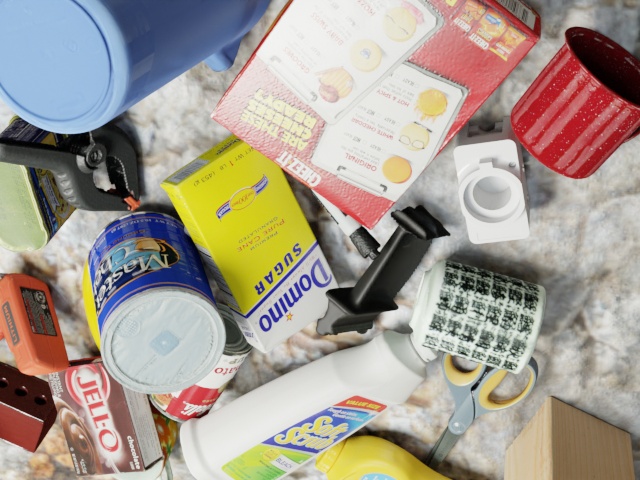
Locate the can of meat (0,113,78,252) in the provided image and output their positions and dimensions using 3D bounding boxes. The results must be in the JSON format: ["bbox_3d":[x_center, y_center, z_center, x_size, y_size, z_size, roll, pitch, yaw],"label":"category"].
[{"bbox_3d":[-0.256,-0.051,0.941,0.057,0.084,0.102,-3,119,14],"label":"can of meat"}]

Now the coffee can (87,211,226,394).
[{"bbox_3d":[-0.145,0.051,0.926,0.102,0.140,0.103,-7,120,-13],"label":"coffee can"}]

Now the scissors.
[{"bbox_3d":[0.123,0.159,1.021,0.096,0.016,0.202,40,125,-6],"label":"scissors"}]

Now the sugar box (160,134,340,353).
[{"bbox_3d":[-0.056,0.001,0.925,0.093,0.048,0.176,-35,112,-17],"label":"sugar box"}]

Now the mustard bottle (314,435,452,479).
[{"bbox_3d":[0.068,0.245,1.053,0.191,0.058,0.096,31,134,-1],"label":"mustard bottle"}]

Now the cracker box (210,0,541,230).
[{"bbox_3d":[0.041,-0.138,0.834,0.164,0.072,0.214,35,122,-8],"label":"cracker box"}]

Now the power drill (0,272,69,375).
[{"bbox_3d":[-0.334,0.129,1.032,0.188,0.057,0.184,-28,71,19],"label":"power drill"}]

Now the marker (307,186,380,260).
[{"bbox_3d":[0.010,-0.033,0.903,0.020,0.020,0.121,-44,78,29],"label":"marker"}]

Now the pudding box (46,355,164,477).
[{"bbox_3d":[-0.207,0.167,1.027,0.090,0.039,0.113,-12,98,32],"label":"pudding box"}]

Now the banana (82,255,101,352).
[{"bbox_3d":[-0.193,0.066,1.023,0.070,0.037,0.198,9,121,9],"label":"banana"}]

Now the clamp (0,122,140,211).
[{"bbox_3d":[-0.210,-0.072,0.899,0.039,0.120,0.171,29,154,39],"label":"clamp"}]

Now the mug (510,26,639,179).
[{"bbox_3d":[0.209,-0.100,0.818,0.117,0.093,0.082,7,135,-35],"label":"mug"}]

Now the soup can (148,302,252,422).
[{"bbox_3d":[-0.114,0.116,1.017,0.068,0.068,0.102,30,121,-6],"label":"soup can"}]

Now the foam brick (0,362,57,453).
[{"bbox_3d":[-0.315,0.173,1.103,0.078,0.053,0.051,24,122,-3],"label":"foam brick"}]

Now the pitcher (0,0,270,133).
[{"bbox_3d":[-0.136,-0.176,0.750,0.149,0.242,0.145,32,123,1],"label":"pitcher"}]

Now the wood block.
[{"bbox_3d":[0.219,0.248,0.940,0.091,0.206,0.090,26,122,-4],"label":"wood block"}]

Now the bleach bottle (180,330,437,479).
[{"bbox_3d":[-0.002,0.150,0.992,0.251,0.068,0.102,-33,136,13],"label":"bleach bottle"}]
